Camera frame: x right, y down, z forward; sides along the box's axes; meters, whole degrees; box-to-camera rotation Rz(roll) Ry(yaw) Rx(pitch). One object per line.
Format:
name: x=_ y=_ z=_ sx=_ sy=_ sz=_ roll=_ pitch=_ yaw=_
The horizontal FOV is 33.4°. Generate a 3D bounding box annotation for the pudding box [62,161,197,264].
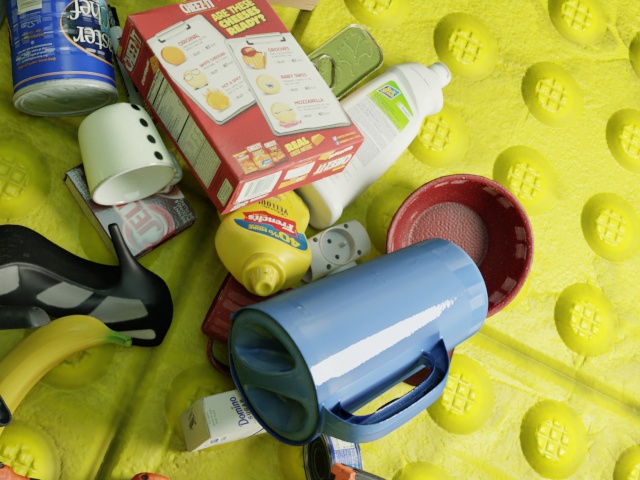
pudding box: x=-0.195 y=-0.042 z=1.091 sx=0.090 sy=0.039 sz=0.113 roll=-35 pitch=89 yaw=-24

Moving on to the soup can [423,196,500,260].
soup can: x=0.165 y=-0.017 z=1.206 sx=0.102 sy=0.069 sz=0.068 roll=30 pitch=67 yaw=-10

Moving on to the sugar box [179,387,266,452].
sugar box: x=-0.044 y=0.163 z=1.061 sx=0.176 sy=0.093 sz=0.048 roll=-8 pitch=73 yaw=-23

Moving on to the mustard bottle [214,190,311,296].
mustard bottle: x=-0.057 y=0.001 z=1.059 sx=0.096 sy=0.058 sz=0.191 roll=23 pitch=24 yaw=-14

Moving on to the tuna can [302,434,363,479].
tuna can: x=0.011 y=0.222 z=1.070 sx=0.033 sy=0.086 sz=0.086 roll=-3 pitch=76 yaw=-20

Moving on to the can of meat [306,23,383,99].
can of meat: x=0.008 y=-0.183 z=1.182 sx=0.102 sy=0.084 sz=0.057 roll=-41 pitch=95 yaw=-28

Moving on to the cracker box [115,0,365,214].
cracker box: x=-0.082 y=-0.145 z=1.080 sx=0.163 sy=0.072 sz=0.214 roll=-23 pitch=70 yaw=-36

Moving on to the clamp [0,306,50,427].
clamp: x=-0.329 y=0.091 z=0.959 sx=0.171 sy=0.039 sz=0.120 roll=20 pitch=99 yaw=15

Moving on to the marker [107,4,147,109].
marker: x=-0.211 y=-0.196 z=1.139 sx=0.020 sy=0.020 sz=0.121 roll=-16 pitch=82 yaw=-24

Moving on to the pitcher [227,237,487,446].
pitcher: x=0.048 y=0.090 z=0.999 sx=0.242 sy=0.145 sz=0.149 roll=-23 pitch=89 yaw=-34

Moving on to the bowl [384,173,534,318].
bowl: x=0.143 y=0.006 z=1.142 sx=0.162 sy=0.055 sz=0.162 roll=-1 pitch=99 yaw=-7

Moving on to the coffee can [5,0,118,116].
coffee can: x=-0.262 y=-0.206 z=1.071 sx=0.102 sy=0.103 sz=0.140 roll=-4 pitch=81 yaw=-22

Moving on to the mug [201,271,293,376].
mug: x=-0.074 y=0.084 z=1.083 sx=0.081 sy=0.093 sz=0.117 roll=28 pitch=103 yaw=-7

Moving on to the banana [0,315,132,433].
banana: x=-0.271 y=0.129 z=0.990 sx=0.198 sy=0.037 sz=0.070 roll=-40 pitch=59 yaw=-1

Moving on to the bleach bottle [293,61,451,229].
bleach bottle: x=0.062 y=-0.122 z=1.201 sx=0.250 sy=0.068 sz=0.102 roll=-39 pitch=90 yaw=-28
